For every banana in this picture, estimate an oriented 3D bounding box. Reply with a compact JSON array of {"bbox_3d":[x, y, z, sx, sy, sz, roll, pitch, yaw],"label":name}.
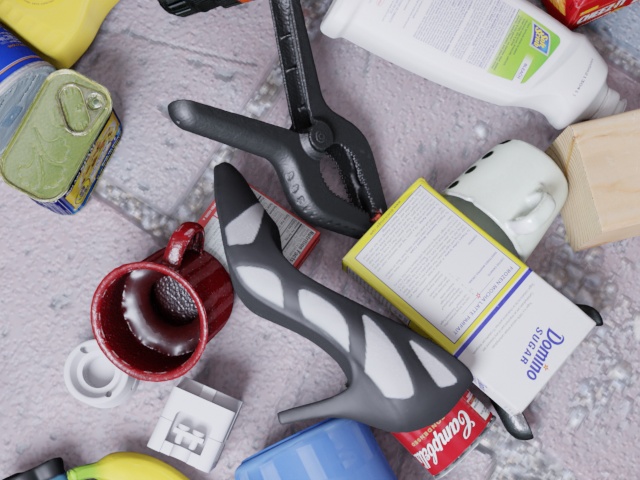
[{"bbox_3d":[-0.104,0.224,0.816,0.198,0.037,0.069,43,53,-2],"label":"banana"}]

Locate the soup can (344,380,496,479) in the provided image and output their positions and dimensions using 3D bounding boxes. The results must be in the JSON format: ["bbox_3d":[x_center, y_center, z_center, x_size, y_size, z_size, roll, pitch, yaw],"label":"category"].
[{"bbox_3d":[0.077,0.125,0.830,0.068,0.068,0.102,-44,85,-8],"label":"soup can"}]

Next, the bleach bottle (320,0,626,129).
[{"bbox_3d":[0.132,-0.155,0.868,0.250,0.068,0.102,28,92,-8],"label":"bleach bottle"}]

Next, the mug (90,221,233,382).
[{"bbox_3d":[-0.113,0.040,0.813,0.093,0.081,0.117,19,108,10],"label":"mug"}]

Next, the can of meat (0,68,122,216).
[{"bbox_3d":[-0.201,-0.074,0.845,0.057,0.084,0.102,27,81,3],"label":"can of meat"}]

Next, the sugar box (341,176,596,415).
[{"bbox_3d":[0.111,0.042,0.820,0.176,0.048,0.093,42,82,8],"label":"sugar box"}]

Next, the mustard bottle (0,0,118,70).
[{"bbox_3d":[-0.188,-0.239,0.883,0.096,0.058,0.191,36,81,18],"label":"mustard bottle"}]

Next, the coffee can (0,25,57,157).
[{"bbox_3d":[-0.294,-0.140,0.843,0.140,0.103,0.103,39,82,4],"label":"coffee can"}]

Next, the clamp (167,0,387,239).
[{"bbox_3d":[-0.020,-0.075,0.826,0.164,0.036,0.210,-48,114,-36],"label":"clamp"}]

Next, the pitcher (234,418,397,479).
[{"bbox_3d":[0.041,0.252,0.788,0.145,0.149,0.243,-28,79,9],"label":"pitcher"}]

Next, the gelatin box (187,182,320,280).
[{"bbox_3d":[-0.056,0.001,0.865,0.089,0.030,0.073,35,80,4],"label":"gelatin box"}]
